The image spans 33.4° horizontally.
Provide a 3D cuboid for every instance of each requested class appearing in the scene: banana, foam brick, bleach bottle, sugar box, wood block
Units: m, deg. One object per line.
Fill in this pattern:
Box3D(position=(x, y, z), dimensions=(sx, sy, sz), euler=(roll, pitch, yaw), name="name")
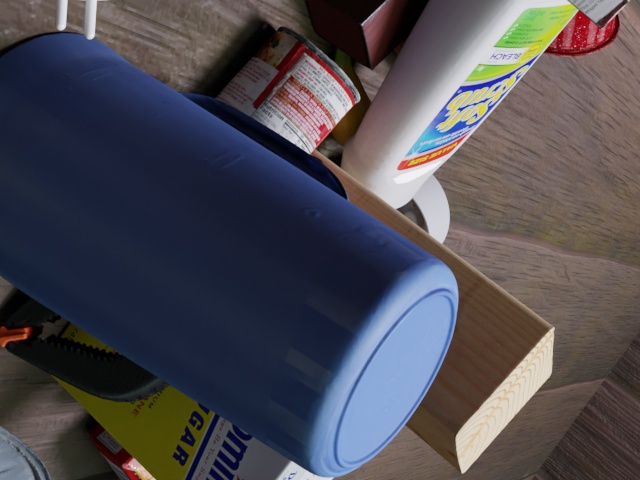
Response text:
Box3D(position=(0.047, -0.094, 0.808), dimensions=(0.070, 0.037, 0.197), euler=(-52, 156, 9), name="banana")
Box3D(position=(0.037, -0.160, 0.683), dimensions=(0.078, 0.053, 0.051), euler=(-46, 155, -13), name="foam brick")
Box3D(position=(0.085, -0.102, 0.718), dimensions=(0.102, 0.068, 0.251), euler=(-16, 151, -41), name="bleach bottle")
Box3D(position=(-0.086, 0.099, 0.673), dimensions=(0.093, 0.176, 0.048), euler=(-54, 155, 4), name="sugar box")
Box3D(position=(0.039, 0.041, 0.690), dimensions=(0.090, 0.206, 0.090), euler=(-45, 154, -13), name="wood block")

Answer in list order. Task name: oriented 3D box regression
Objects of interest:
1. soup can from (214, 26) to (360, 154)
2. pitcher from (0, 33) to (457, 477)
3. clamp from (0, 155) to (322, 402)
Box3D(position=(-0.033, -0.072, 0.663), dimensions=(0.102, 0.069, 0.068), euler=(-49, 155, -5), name="soup can")
Box3D(position=(-0.053, 0.001, 0.518), dimensions=(0.149, 0.243, 0.145), euler=(-57, 154, -5), name="pitcher")
Box3D(position=(-0.082, 0.053, 0.621), dimensions=(0.210, 0.164, 0.036), euler=(-14, 177, 8), name="clamp")
